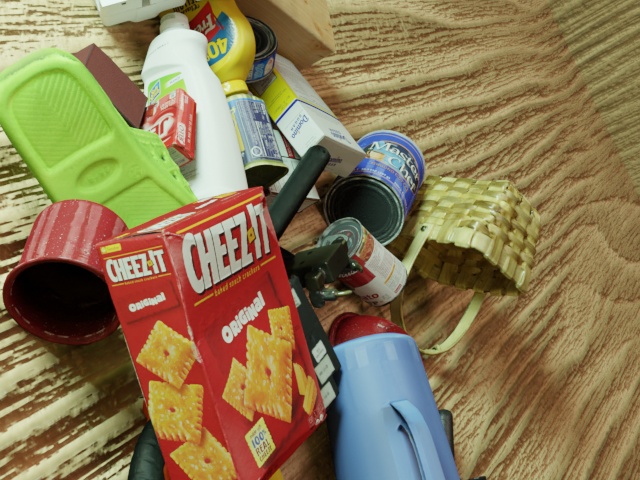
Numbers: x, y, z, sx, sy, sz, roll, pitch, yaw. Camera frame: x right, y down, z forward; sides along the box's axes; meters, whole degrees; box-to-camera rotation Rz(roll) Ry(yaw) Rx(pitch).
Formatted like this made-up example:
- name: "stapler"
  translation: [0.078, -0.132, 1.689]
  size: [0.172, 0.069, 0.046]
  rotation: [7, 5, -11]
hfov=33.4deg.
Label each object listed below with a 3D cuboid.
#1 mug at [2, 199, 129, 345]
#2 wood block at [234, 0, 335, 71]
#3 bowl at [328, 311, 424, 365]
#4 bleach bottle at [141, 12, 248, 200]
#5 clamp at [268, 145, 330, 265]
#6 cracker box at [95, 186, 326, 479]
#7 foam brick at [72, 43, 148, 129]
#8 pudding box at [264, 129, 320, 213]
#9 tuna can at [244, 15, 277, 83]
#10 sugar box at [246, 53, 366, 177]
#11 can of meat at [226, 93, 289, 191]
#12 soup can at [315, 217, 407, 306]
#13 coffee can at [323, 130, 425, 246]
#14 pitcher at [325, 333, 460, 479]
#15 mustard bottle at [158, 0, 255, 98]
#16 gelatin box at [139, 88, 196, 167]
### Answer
- name: "mug"
  translation: [-0.193, 0.031, 0.846]
  size: [0.081, 0.093, 0.117]
  rotation: [-87, 173, -49]
- name: "wood block"
  translation: [-0.081, -0.289, 1.285]
  size: [0.205, 0.091, 0.090]
  rotation: [28, 44, -49]
- name: "bowl"
  translation: [0.077, 0.150, 1.241]
  size: [0.162, 0.055, 0.162]
  rotation: [40, 36, -38]
- name: "bleach bottle"
  translation: [-0.127, -0.121, 1.052]
  size: [0.068, 0.103, 0.251]
  rotation: [26, 47, -50]
- name: "clamp"
  translation: [-0.057, 0.001, 1.063]
  size: [0.036, 0.165, 0.209]
  rotation: [29, 36, 11]
- name: "cracker box"
  translation: [-0.076, 0.078, 0.848]
  size: [0.164, 0.072, 0.214]
  rotation: [-32, 109, -63]
- name: "foam brick"
  translation: [-0.205, -0.130, 0.978]
  size: [0.078, 0.053, 0.051]
  rotation: [46, 33, -31]
- name: "pudding box"
  translation: [-0.054, -0.081, 1.220]
  size: [0.113, 0.039, 0.090]
  rotation: [5, 64, -58]
- name: "tuna can"
  translation: [-0.092, -0.219, 1.217]
  size: [0.086, 0.034, 0.086]
  rotation: [7, 48, -8]
- name: "sugar box"
  translation: [-0.027, -0.154, 1.258]
  size: [0.093, 0.048, 0.176]
  rotation: [19, 32, -53]
- name: "can of meat"
  translation: [-0.089, -0.089, 1.096]
  size: [0.057, 0.102, 0.084]
  rotation: [4, 62, -46]
- name: "soup can"
  translation: [0.050, 0.027, 1.281]
  size: [0.102, 0.069, 0.068]
  rotation: [41, 36, -39]
- name: "coffee can"
  translation: [0.071, -0.067, 1.355]
  size: [0.103, 0.103, 0.140]
  rotation: [56, 29, -16]
- name: "pitcher"
  translation: [0.076, 0.219, 1.076]
  size: [0.144, 0.149, 0.243]
  rotation: [19, 53, -56]
- name: "mustard bottle"
  translation: [-0.122, -0.221, 1.151]
  size: [0.058, 0.096, 0.191]
  rotation: [-4, 72, -67]
- name: "gelatin box"
  translation: [-0.157, -0.092, 0.992]
  size: [0.030, 0.089, 0.073]
  rotation: [39, 37, -40]
